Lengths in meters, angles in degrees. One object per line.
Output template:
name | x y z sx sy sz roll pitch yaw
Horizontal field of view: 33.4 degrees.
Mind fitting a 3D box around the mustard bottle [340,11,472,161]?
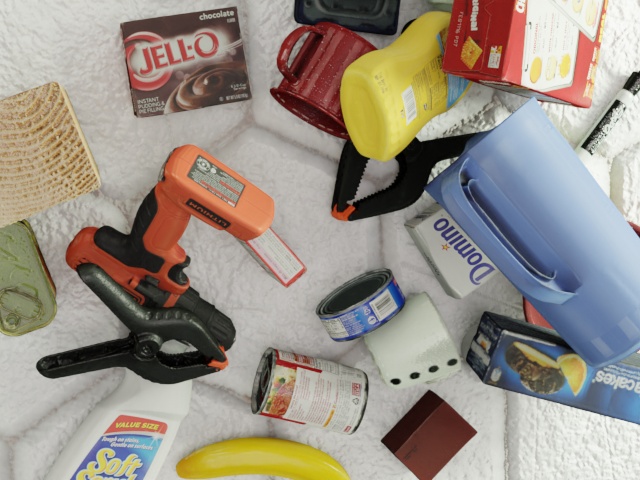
mustard bottle | 0.100 -0.160 1.002 0.191 0.058 0.096 -40 132 -32

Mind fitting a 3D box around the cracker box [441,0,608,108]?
cracker box | 0.200 -0.219 1.001 0.213 0.072 0.164 1 99 -55

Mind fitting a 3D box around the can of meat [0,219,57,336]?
can of meat | -0.281 0.030 0.981 0.057 0.084 0.102 -20 100 -9

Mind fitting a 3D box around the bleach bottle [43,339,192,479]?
bleach bottle | -0.203 0.204 1.031 0.102 0.068 0.251 27 88 -15

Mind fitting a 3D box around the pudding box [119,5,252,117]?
pudding box | -0.128 -0.169 1.013 0.113 0.039 0.090 -11 98 -11

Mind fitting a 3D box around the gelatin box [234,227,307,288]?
gelatin box | -0.057 0.001 1.030 0.030 0.073 0.089 -43 103 -6

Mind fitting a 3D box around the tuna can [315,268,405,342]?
tuna can | 0.040 0.064 1.052 0.086 0.086 0.034 -31 103 -7

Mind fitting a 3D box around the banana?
banana | -0.044 0.233 1.080 0.197 0.037 0.069 20 91 -13

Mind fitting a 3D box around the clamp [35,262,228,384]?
clamp | -0.171 0.097 0.976 0.171 0.039 0.120 27 115 -25

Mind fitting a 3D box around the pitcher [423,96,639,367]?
pitcher | 0.214 0.000 0.989 0.149 0.145 0.243 -39 88 -9

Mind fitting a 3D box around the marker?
marker | 0.303 -0.129 1.119 0.020 0.020 0.121 37 88 -14

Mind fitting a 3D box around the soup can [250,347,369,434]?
soup can | -0.011 0.150 1.061 0.102 0.068 0.068 15 93 -14

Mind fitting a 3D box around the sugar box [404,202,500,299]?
sugar box | 0.184 -0.025 1.093 0.176 0.048 0.093 -35 102 -7

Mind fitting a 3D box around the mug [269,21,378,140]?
mug | 0.004 -0.159 1.012 0.117 0.093 0.081 34 83 -42

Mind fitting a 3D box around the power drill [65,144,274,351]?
power drill | -0.122 0.014 0.979 0.184 0.057 0.188 33 128 -15

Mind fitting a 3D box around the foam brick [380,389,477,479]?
foam brick | 0.111 0.202 1.101 0.078 0.051 0.053 -45 102 -4

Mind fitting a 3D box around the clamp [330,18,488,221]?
clamp | 0.081 -0.106 1.066 0.210 0.036 0.164 -41 101 -9

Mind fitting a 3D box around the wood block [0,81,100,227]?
wood block | -0.246 -0.076 0.913 0.090 0.206 0.091 -23 101 -9
